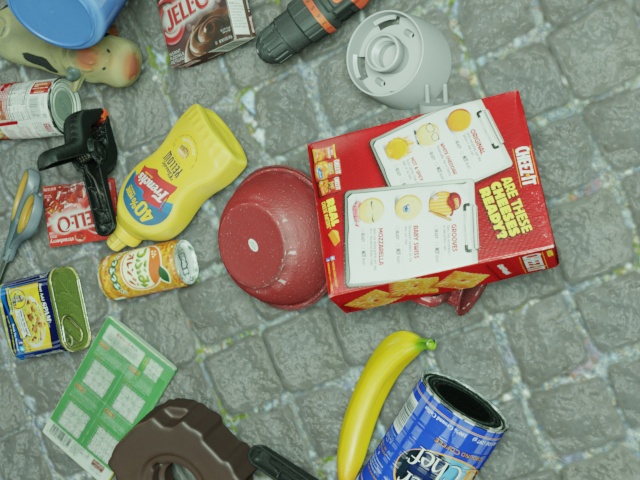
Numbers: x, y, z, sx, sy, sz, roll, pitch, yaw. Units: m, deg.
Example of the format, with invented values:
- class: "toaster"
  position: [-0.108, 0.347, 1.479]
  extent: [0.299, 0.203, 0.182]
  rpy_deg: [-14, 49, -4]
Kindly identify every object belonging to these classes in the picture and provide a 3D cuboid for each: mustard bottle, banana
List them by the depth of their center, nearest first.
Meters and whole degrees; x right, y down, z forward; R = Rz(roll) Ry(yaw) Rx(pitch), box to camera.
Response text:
- class: "banana"
  position: [0.058, 0.167, 1.138]
  extent: [0.037, 0.069, 0.198]
  rpy_deg: [20, 111, -16]
- class: "mustard bottle"
  position: [-0.173, -0.057, 1.202]
  extent: [0.192, 0.058, 0.096]
  rpy_deg: [-44, 62, 17]

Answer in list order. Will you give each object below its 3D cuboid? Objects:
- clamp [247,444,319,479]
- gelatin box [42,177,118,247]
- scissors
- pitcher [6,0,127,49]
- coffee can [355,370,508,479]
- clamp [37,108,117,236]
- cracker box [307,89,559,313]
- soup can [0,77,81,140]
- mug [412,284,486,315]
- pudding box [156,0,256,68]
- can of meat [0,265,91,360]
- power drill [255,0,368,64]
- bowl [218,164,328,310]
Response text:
- class: "clamp"
  position: [0.016, 0.285, 1.134]
  extent: [0.209, 0.164, 0.036]
  rpy_deg: [16, 110, -20]
- class: "gelatin box"
  position: [-0.281, -0.033, 1.262]
  extent: [0.089, 0.030, 0.073]
  rpy_deg: [-6, 92, 21]
- class: "scissors"
  position: [-0.368, 0.014, 1.281]
  extent: [0.096, 0.016, 0.202]
  rpy_deg: [32, 107, 58]
- class: "pitcher"
  position: [-0.236, -0.314, 1.114]
  extent: [0.145, 0.149, 0.242]
  rpy_deg: [13, 57, 10]
- class: "coffee can"
  position: [0.113, 0.220, 1.099]
  extent: [0.103, 0.102, 0.140]
  rpy_deg: [34, 104, 15]
- class: "clamp"
  position: [-0.266, -0.097, 1.188]
  extent: [0.039, 0.120, 0.171]
  rpy_deg: [-21, 47, 12]
- class: "cracker box"
  position: [0.105, -0.034, 1.025]
  extent: [0.214, 0.072, 0.164]
  rpy_deg: [-13, 69, 13]
- class: "soup can"
  position: [-0.343, -0.154, 1.256]
  extent: [0.102, 0.068, 0.068]
  rpy_deg: [-2, 93, 20]
- class: "mug"
  position: [0.122, 0.024, 1.080]
  extent: [0.082, 0.117, 0.093]
  rpy_deg: [28, 140, 21]
- class: "pudding box"
  position: [-0.127, -0.247, 1.168]
  extent: [0.114, 0.039, 0.090]
  rpy_deg: [-13, 90, 41]
- class: "can of meat"
  position: [-0.331, 0.089, 1.276]
  extent: [0.084, 0.057, 0.102]
  rpy_deg: [-13, 89, 23]
- class: "power drill"
  position: [-0.028, -0.298, 1.092]
  extent: [0.184, 0.057, 0.187]
  rpy_deg: [-35, 87, 13]
- class: "bowl"
  position: [-0.058, 0.001, 1.147]
  extent: [0.162, 0.055, 0.162]
  rpy_deg: [8, 104, 35]
